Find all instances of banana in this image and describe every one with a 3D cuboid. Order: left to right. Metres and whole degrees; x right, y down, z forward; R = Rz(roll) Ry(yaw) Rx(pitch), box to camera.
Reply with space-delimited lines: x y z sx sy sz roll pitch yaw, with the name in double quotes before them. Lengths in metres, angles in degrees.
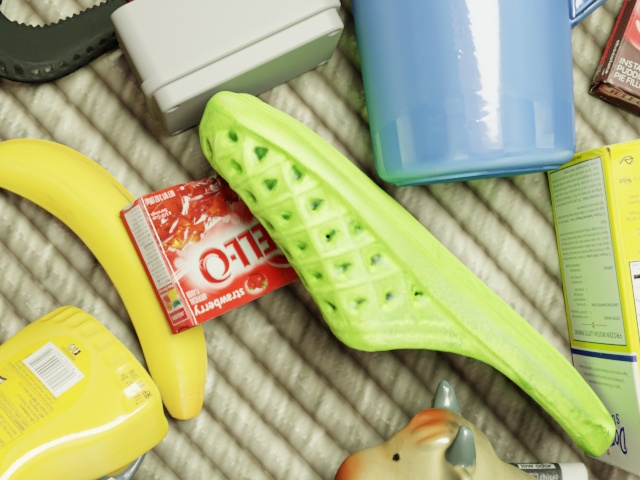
"banana" -0.118 0.009 0.591 0.070 0.037 0.198 -44 90 15

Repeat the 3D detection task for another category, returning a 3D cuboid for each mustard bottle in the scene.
"mustard bottle" -0.176 0.111 0.518 0.191 0.058 0.096 -33 50 -27

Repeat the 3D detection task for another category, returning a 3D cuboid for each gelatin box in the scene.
"gelatin box" -0.054 0.001 0.580 0.089 0.030 0.073 -23 88 -38

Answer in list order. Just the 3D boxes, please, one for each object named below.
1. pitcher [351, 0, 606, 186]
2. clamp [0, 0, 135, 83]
"pitcher" 0.083 -0.155 0.572 0.144 0.149 0.243 -6 91 -33
"clamp" -0.194 -0.121 0.583 0.210 0.036 0.164 4 79 -9
